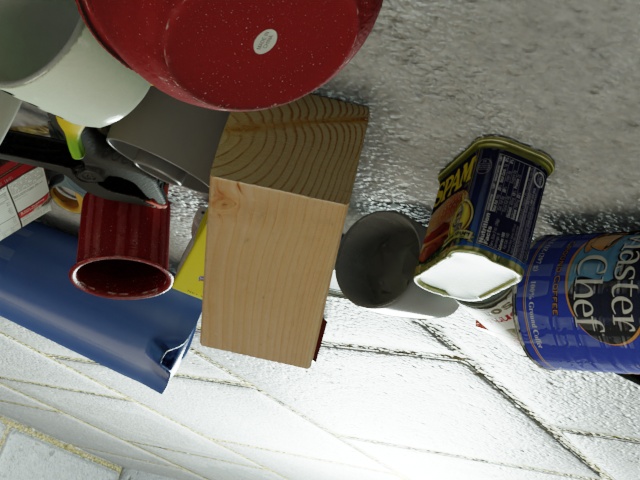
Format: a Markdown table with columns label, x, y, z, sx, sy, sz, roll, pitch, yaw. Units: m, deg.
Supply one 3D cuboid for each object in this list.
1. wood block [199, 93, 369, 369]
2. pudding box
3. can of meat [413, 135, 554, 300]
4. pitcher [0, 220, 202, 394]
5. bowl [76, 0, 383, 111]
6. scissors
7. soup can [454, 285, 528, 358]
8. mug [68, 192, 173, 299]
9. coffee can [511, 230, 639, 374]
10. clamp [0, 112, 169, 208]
| label | x | y | z | sx | sy | sz | roll | pitch | yaw |
| --- | --- | --- | --- | --- | --- | --- | --- | --- | --- |
| wood block | -0.030 | -0.004 | 0.765 | 0.091 | 0.090 | 0.206 | 13 | 143 | 1 |
| pudding box | -0.295 | -0.039 | 0.977 | 0.039 | 0.090 | 0.113 | 52 | 161 | 12 |
| can of meat | 0.108 | -0.011 | 0.725 | 0.057 | 0.084 | 0.102 | 21 | 160 | -9 |
| pitcher | -0.255 | 0.063 | 1.190 | 0.242 | 0.145 | 0.149 | 25 | 148 | -8 |
| bowl | -0.033 | -0.112 | 0.502 | 0.162 | 0.055 | 0.162 | -11 | 144 | -8 |
| scissors | -0.208 | -0.056 | 0.975 | 0.096 | 0.016 | 0.202 | 20 | 160 | -11 |
| soup can | 0.155 | 0.045 | 0.859 | 0.069 | 0.068 | 0.102 | 1 | 154 | 39 |
| mug | -0.177 | 0.004 | 0.982 | 0.093 | 0.081 | 0.117 | -5 | 153 | 7 |
| coffee can | 0.221 | 0.043 | 0.746 | 0.141 | 0.102 | 0.102 | -3 | 152 | 45 |
| clamp | -0.201 | -0.068 | 0.887 | 0.120 | 0.039 | 0.171 | -4 | 153 | 34 |
